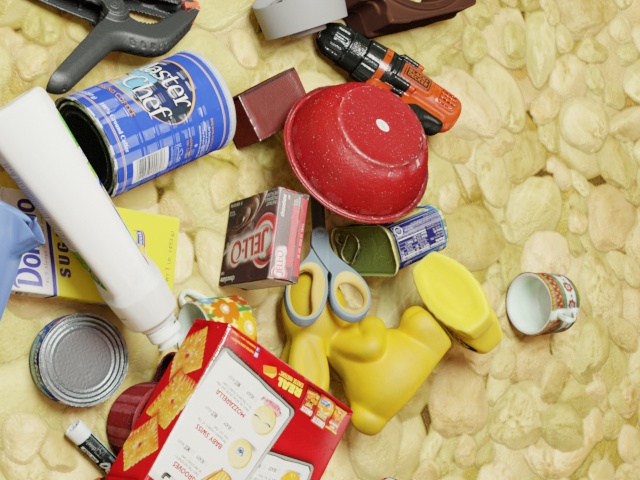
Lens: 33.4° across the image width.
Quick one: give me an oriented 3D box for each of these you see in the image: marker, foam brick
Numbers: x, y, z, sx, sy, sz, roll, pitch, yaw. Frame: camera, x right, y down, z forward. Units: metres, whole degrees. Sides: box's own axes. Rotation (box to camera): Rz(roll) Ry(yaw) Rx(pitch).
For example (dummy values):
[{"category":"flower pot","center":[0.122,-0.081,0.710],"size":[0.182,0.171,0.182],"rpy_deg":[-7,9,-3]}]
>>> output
[{"category":"marker","center":[-0.192,0.216,1.003],"size":[0.121,0.020,0.020],"rpy_deg":[50,62,-18]},{"category":"foam brick","center":[-0.057,-0.137,1.108],"size":[0.078,0.053,0.051],"rpy_deg":[-33,102,-30]}]

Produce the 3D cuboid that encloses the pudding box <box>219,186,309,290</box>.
[{"category":"pudding box","center":[-0.057,0.001,1.056],"size":[0.039,0.114,0.090],"rpy_deg":[14,77,-26]}]

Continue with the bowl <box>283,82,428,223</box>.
[{"category":"bowl","center":[0.048,-0.099,1.052],"size":[0.162,0.055,0.162],"rpy_deg":[12,59,-21]}]

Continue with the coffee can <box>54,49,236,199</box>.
[{"category":"coffee can","center":[-0.165,-0.109,1.001],"size":[0.140,0.103,0.103],"rpy_deg":[-29,101,-34]}]

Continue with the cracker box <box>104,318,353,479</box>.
[{"category":"cracker box","center":[-0.088,0.201,0.941],"size":[0.164,0.072,0.213],"rpy_deg":[39,70,-29]}]

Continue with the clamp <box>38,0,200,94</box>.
[{"category":"clamp","center":[-0.200,-0.202,1.005],"size":[0.209,0.036,0.165],"rpy_deg":[-6,58,-38]}]

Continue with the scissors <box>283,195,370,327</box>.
[{"category":"scissors","center":[0.016,0.008,1.105],"size":[0.096,0.016,0.201],"rpy_deg":[16,54,0]}]

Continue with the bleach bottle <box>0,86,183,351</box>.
[{"category":"bleach bottle","center":[-0.201,-0.012,0.933],"size":[0.068,0.103,0.251],"rpy_deg":[-35,106,-11]}]

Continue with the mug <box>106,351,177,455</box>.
[{"category":"mug","center":[-0.147,0.162,1.000],"size":[0.093,0.082,0.117],"rpy_deg":[13,78,-31]}]

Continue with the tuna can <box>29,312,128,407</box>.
[{"category":"tuna can","center":[-0.223,0.110,0.986],"size":[0.086,0.034,0.086],"rpy_deg":[4,83,-32]}]

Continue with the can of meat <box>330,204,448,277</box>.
[{"category":"can of meat","center":[0.075,-0.001,1.148],"size":[0.083,0.102,0.057],"rpy_deg":[-23,102,-35]}]

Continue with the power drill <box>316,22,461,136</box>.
[{"category":"power drill","center":[0.053,-0.132,1.142],"size":[0.184,0.057,0.187],"rpy_deg":[31,56,-10]}]

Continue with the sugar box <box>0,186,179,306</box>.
[{"category":"sugar box","center":[-0.222,0.011,0.991],"size":[0.175,0.048,0.093],"rpy_deg":[10,79,-33]}]

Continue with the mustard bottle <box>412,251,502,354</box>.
[{"category":"mustard bottle","center":[0.157,0.078,1.170],"size":[0.058,0.191,0.096],"rpy_deg":[-43,67,1]}]
